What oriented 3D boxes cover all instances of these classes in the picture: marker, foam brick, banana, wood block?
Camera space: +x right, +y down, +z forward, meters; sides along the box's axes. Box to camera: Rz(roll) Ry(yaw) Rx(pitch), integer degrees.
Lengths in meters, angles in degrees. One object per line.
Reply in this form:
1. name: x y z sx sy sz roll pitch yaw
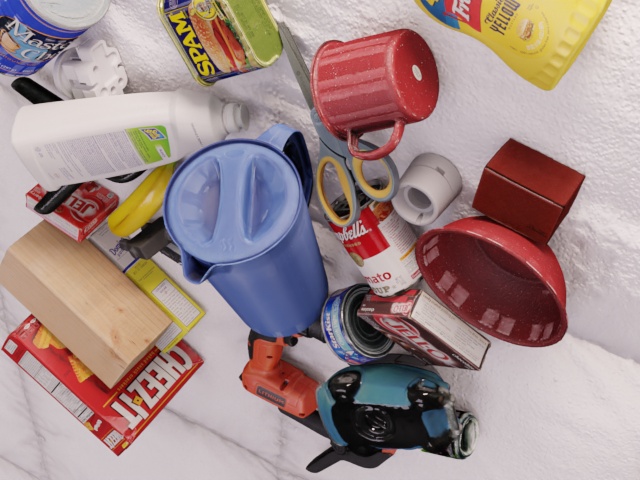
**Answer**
1. marker: -0.157 0.030 1.320 0.121 0.020 0.020 32 141 11
2. foam brick: 0.183 -0.043 0.945 0.078 0.051 0.053 30 141 14
3. banana: -0.214 -0.040 1.261 0.037 0.069 0.198 43 141 -10
4. wood block: -0.300 0.074 1.354 0.206 0.090 0.091 43 141 1

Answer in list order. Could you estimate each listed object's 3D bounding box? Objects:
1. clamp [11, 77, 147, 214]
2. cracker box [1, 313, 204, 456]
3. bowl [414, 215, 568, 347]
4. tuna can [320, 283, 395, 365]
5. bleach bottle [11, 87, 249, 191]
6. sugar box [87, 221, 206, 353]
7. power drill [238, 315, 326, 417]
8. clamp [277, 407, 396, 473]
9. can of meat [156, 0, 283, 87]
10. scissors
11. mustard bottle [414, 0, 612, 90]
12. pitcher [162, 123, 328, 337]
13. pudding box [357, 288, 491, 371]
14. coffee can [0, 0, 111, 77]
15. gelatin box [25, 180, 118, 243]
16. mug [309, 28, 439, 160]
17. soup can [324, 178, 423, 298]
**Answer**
1. clamp: -0.265 -0.121 1.228 0.210 0.036 0.164 -8 103 26
2. cracker box: -0.288 0.153 1.429 0.213 0.164 0.072 43 144 -2
3. bowl: 0.171 0.028 1.004 0.162 0.055 0.162 30 153 17
4. tuna can: 0.044 0.090 1.158 0.034 0.086 0.086 -23 110 47
5. bleach bottle: -0.196 -0.112 1.140 0.251 0.068 0.102 -5 146 15
6. sugar box: -0.240 0.062 1.399 0.176 0.048 0.093 47 141 -1
7. power drill: -0.034 0.126 1.281 0.185 0.057 0.188 25 136 25
8. clamp: 0.029 0.263 1.371 0.172 0.039 0.120 8 132 34
9. can of meat: -0.093 -0.204 1.016 0.084 0.057 0.102 -7 122 40
10. scissors: 0.019 -0.112 1.000 0.096 0.016 0.202 -6 100 31
11. mustard bottle: 0.125 -0.204 0.835 0.192 0.058 0.096 35 140 9
12. pitcher: -0.057 0.001 1.092 0.243 0.149 0.145 68 -177 -63
13. pudding box: 0.107 0.091 1.106 0.113 0.039 0.090 35 162 -27
14. coffee can: -0.296 -0.242 1.109 0.141 0.102 0.103 -21 112 48
15. gelatin box: -0.308 -0.048 1.326 0.089 0.073 0.030 32 141 11
16. mug: 0.049 -0.127 0.932 0.082 0.117 0.093 -7 161 37
17. soup can: 0.058 -0.001 1.074 0.069 0.068 0.102 -13 118 45
